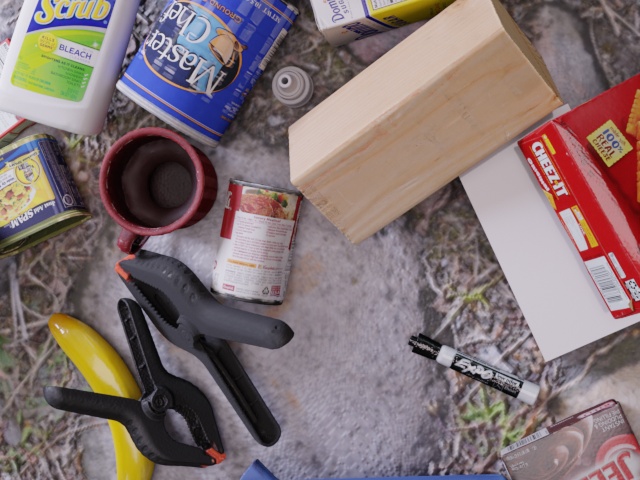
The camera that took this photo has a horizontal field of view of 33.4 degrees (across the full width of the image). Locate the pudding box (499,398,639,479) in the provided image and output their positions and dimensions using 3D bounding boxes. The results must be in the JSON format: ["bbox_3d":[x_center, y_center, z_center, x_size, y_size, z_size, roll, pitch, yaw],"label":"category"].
[{"bbox_3d":[0.223,0.200,0.919,0.113,0.039,0.090,-26,88,8],"label":"pudding box"}]

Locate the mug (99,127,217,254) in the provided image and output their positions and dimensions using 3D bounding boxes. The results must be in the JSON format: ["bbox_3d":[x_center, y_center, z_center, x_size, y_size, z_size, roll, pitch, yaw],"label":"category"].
[{"bbox_3d":[-0.144,-0.040,0.947,0.093,0.081,0.117,27,94,7],"label":"mug"}]

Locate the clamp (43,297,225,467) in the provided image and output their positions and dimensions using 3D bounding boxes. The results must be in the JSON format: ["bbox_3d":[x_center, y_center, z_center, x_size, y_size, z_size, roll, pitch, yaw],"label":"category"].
[{"bbox_3d":[-0.159,0.148,0.945,0.120,0.039,0.171,-42,97,-28],"label":"clamp"}]

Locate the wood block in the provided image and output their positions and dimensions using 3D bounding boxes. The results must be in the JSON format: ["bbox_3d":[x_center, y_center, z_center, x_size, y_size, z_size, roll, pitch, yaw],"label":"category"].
[{"bbox_3d":[0.080,-0.101,0.873,0.206,0.091,0.090,-35,120,20],"label":"wood block"}]

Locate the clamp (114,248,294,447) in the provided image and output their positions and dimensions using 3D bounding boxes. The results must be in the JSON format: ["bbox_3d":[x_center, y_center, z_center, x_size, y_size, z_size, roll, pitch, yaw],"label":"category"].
[{"bbox_3d":[-0.100,0.070,0.925,0.210,0.165,0.036,42,55,19],"label":"clamp"}]

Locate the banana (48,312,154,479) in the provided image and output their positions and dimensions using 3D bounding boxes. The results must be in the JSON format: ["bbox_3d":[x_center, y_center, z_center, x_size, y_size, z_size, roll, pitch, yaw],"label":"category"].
[{"bbox_3d":[-0.194,0.155,0.980,0.069,0.037,0.198,-17,89,6],"label":"banana"}]

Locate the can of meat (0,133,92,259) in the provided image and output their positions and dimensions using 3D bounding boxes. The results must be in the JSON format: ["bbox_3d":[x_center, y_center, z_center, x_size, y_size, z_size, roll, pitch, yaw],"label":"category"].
[{"bbox_3d":[-0.274,-0.040,0.980,0.102,0.057,0.084,-24,86,8],"label":"can of meat"}]

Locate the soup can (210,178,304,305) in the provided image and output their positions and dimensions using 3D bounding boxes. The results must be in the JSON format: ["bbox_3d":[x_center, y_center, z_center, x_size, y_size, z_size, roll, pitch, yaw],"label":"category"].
[{"bbox_3d":[-0.056,0.001,0.943,0.068,0.068,0.102,11,93,8],"label":"soup can"}]

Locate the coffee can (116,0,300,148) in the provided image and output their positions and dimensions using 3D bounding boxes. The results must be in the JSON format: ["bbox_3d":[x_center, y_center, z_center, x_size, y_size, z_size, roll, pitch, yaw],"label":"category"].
[{"bbox_3d":[-0.098,-0.166,0.928,0.103,0.102,0.140,33,95,6],"label":"coffee can"}]

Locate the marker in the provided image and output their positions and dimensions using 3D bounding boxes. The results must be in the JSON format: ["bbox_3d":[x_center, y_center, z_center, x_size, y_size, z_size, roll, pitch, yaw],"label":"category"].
[{"bbox_3d":[0.134,0.112,0.941,0.121,0.020,0.020,24,94,7],"label":"marker"}]

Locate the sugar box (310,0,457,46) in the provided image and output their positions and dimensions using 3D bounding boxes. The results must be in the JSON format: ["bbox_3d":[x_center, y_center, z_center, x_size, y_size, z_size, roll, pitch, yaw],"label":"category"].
[{"bbox_3d":[0.083,-0.213,0.906,0.176,0.093,0.048,-18,89,9],"label":"sugar box"}]

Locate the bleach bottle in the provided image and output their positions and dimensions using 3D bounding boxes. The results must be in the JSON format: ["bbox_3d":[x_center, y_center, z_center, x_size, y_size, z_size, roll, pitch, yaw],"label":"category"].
[{"bbox_3d":[-0.204,-0.223,0.919,0.102,0.068,0.251,17,100,-1],"label":"bleach bottle"}]

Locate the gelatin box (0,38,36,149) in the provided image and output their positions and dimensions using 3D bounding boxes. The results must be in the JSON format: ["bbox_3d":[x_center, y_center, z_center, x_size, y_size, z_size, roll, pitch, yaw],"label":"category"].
[{"bbox_3d":[-0.299,-0.132,0.995,0.089,0.030,0.073,-35,85,6],"label":"gelatin box"}]
